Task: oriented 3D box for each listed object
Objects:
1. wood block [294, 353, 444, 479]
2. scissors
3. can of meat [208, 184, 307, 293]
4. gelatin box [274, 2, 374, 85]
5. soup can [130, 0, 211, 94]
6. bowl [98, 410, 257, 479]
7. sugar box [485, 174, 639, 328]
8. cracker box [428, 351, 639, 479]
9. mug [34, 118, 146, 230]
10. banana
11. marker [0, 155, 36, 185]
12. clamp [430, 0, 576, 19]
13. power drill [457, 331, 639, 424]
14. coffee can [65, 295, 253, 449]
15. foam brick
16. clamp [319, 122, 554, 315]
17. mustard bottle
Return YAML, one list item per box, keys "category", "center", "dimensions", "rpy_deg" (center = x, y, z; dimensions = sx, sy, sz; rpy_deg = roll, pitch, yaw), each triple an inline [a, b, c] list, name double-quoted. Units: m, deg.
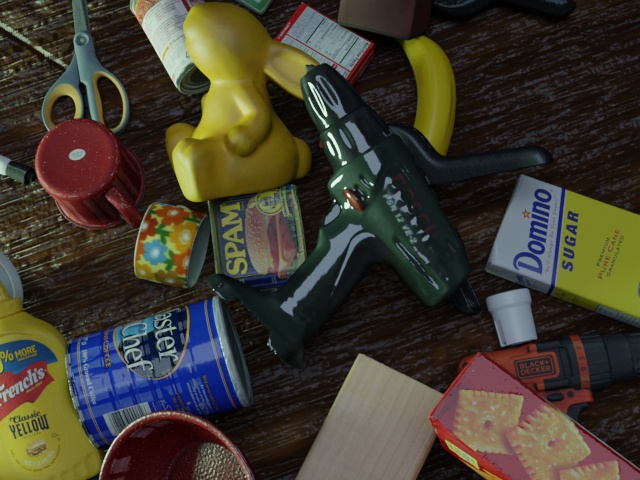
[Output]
- category: "wood block"
  center: [0.028, 0.212, 0.912]
  dimensions: [0.090, 0.091, 0.206]
  rpy_deg: [26, 78, 10]
- category: "scissors"
  center: [-0.255, -0.186, 1.080]
  dimensions: [0.096, 0.016, 0.202]
  rpy_deg: [-25, 74, -2]
- category: "can of meat"
  center: [-0.057, 0.001, 0.994]
  dimensions: [0.084, 0.057, 0.102]
  rpy_deg: [-8, 74, 0]
- category: "gelatin box"
  center: [-0.002, -0.181, 1.052]
  dimensions: [0.089, 0.030, 0.073]
  rpy_deg: [32, 78, 11]
- category: "soup can"
  center: [-0.134, -0.203, 1.048]
  dimensions: [0.068, 0.068, 0.102]
  rpy_deg: [-30, 75, -4]
- category: "bowl"
  center: [-0.108, 0.219, 0.902]
  dimensions: [0.162, 0.055, 0.162]
  rpy_deg: [1, 92, 26]
- category: "sugar box"
  center: [0.249, 0.013, 0.972]
  dimensions: [0.176, 0.048, 0.093]
  rpy_deg: [20, 78, 8]
- category: "cracker box"
  center: [0.187, 0.186, 0.810]
  dimensions: [0.214, 0.164, 0.072]
  rpy_deg: [38, 83, 17]
- category: "mug"
  center: [-0.212, -0.057, 1.007]
  dimensions: [0.093, 0.081, 0.117]
  rpy_deg: [-41, 76, -7]
- category: "banana"
  center: [0.097, -0.118, 1.027]
  dimensions: [0.070, 0.037, 0.198]
  rpy_deg: [-9, 69, 31]
- category: "marker"
  center: [-0.336, -0.083, 1.056]
  dimensions: [0.121, 0.020, 0.020]
  rpy_deg: [22, 78, 9]
- category: "clamp"
  center: [0.163, -0.273, 1.059]
  dimensions: [0.171, 0.039, 0.120]
  rpy_deg: [-2, 70, 5]
- category: "power drill"
  center: [0.223, 0.175, 0.926]
  dimensions: [0.184, 0.057, 0.187]
  rpy_deg: [-10, 72, 5]
- category: "coffee can"
  center: [-0.141, 0.116, 0.944]
  dimensions: [0.140, 0.103, 0.103]
  rpy_deg: [-16, 74, 0]
- category: "foam brick"
  center: [0.064, -0.230, 1.032]
  dimensions: [0.078, 0.052, 0.051]
  rpy_deg: [17, 116, 21]
- category: "clamp"
  center: [0.089, -0.037, 0.970]
  dimensions: [0.210, 0.036, 0.165]
  rpy_deg: [23, 106, 22]
- category: "mustard bottle"
  center: [-0.263, 0.127, 0.946]
  dimensions: [0.096, 0.058, 0.191]
  rpy_deg: [-17, 93, -2]
